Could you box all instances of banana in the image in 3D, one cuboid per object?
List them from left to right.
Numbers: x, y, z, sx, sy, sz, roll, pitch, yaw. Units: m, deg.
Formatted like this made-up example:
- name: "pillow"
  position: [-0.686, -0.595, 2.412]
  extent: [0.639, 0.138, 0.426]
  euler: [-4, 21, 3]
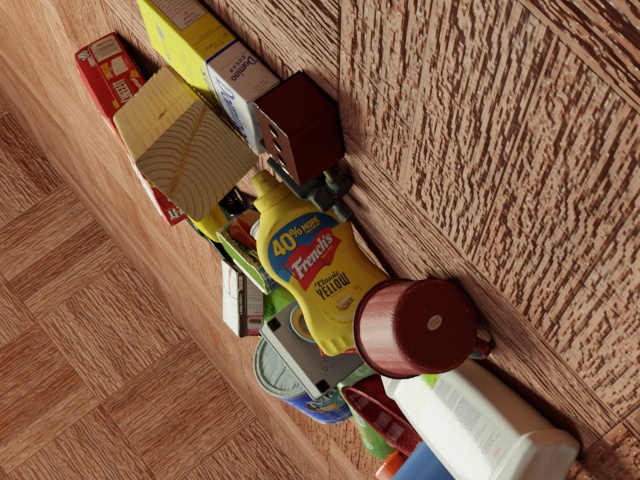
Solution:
- name: "banana"
  position: [-0.166, -0.067, 1.266]
  extent: [0.198, 0.037, 0.070]
  euler: [54, 166, -5]

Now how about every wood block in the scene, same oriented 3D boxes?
- name: "wood block"
  position: [-0.146, -0.107, 1.112]
  extent: [0.090, 0.091, 0.206]
  euler: [44, -178, -24]

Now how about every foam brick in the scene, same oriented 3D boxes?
- name: "foam brick"
  position: [-0.017, -0.095, 0.911]
  extent: [0.053, 0.051, 0.078]
  euler: [46, 165, 27]

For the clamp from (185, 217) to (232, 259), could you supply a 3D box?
- name: "clamp"
  position: [-0.178, -0.031, 1.633]
  extent: [0.210, 0.036, 0.164]
  euler: [44, 164, 34]

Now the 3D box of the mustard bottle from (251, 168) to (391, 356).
- name: "mustard bottle"
  position: [-0.006, 0.012, 1.051]
  extent: [0.191, 0.096, 0.058]
  euler: [55, -172, -7]

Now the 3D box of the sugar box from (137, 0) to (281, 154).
- name: "sugar box"
  position: [-0.103, -0.169, 1.020]
  extent: [0.176, 0.048, 0.093]
  euler: [48, 167, 23]

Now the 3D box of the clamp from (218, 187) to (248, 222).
- name: "clamp"
  position: [-0.134, -0.069, 1.393]
  extent: [0.120, 0.039, 0.171]
  euler: [64, 169, 3]

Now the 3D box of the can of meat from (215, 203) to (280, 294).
- name: "can of meat"
  position: [-0.058, 0.001, 1.221]
  extent: [0.102, 0.084, 0.057]
  euler: [44, 164, 34]

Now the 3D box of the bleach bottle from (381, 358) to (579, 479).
- name: "bleach bottle"
  position: [0.127, 0.148, 0.998]
  extent: [0.067, 0.103, 0.251]
  euler: [9, -155, -35]

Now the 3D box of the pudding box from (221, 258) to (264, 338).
- name: "pudding box"
  position: [-0.103, 0.074, 1.408]
  extent: [0.114, 0.039, 0.090]
  euler: [-151, 59, -74]

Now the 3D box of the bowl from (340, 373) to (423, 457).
- name: "bowl"
  position: [0.102, 0.199, 1.217]
  extent: [0.162, 0.055, 0.162]
  euler: [36, 164, 12]

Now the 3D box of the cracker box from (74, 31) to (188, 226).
- name: "cracker box"
  position: [-0.239, -0.145, 1.420]
  extent: [0.164, 0.072, 0.213]
  euler: [55, 171, 42]

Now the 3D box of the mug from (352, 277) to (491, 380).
- name: "mug"
  position: [0.095, 0.080, 0.934]
  extent: [0.117, 0.093, 0.082]
  euler: [24, 167, -14]

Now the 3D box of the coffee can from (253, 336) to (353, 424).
- name: "coffee can"
  position: [-0.009, 0.170, 1.375]
  extent: [0.103, 0.103, 0.140]
  euler: [43, 180, 34]
